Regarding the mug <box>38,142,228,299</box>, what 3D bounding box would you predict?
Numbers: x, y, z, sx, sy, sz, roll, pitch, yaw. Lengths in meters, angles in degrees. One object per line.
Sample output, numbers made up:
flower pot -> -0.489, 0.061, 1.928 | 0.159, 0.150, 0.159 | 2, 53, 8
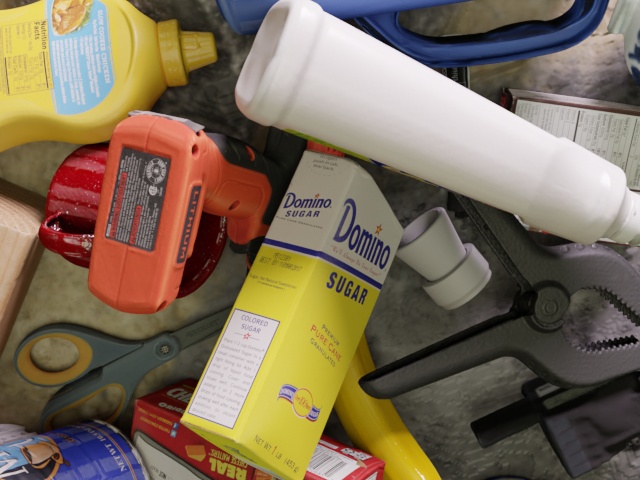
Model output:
mug -> -0.122, -0.013, 0.656 | 0.082, 0.117, 0.093 | 12, 115, 31

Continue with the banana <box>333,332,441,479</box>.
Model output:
banana -> 0.031, 0.095, 0.706 | 0.037, 0.070, 0.198 | -14, 79, -31

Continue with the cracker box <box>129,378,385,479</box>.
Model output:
cracker box -> -0.056, 0.221, 0.713 | 0.164, 0.072, 0.214 | 17, 106, 28

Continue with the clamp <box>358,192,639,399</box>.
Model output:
clamp -> 0.131, 0.049, 0.678 | 0.209, 0.036, 0.164 | 22, 90, -13

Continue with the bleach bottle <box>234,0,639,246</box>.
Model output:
bleach bottle -> 0.080, -0.053, 0.593 | 0.250, 0.102, 0.068 | 22, 97, -14

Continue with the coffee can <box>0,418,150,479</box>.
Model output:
coffee can -> -0.189, 0.177, 0.665 | 0.103, 0.140, 0.103 | 6, 99, 38

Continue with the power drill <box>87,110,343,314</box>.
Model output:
power drill -> -0.054, 0.001, 0.637 | 0.057, 0.187, 0.184 | 13, 97, 29

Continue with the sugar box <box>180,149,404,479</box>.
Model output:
sugar box -> -0.010, 0.046, 0.627 | 0.048, 0.093, 0.176 | 16, 71, 29

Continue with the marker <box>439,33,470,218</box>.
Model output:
marker -> 0.090, -0.074, 0.702 | 0.020, 0.020, 0.121 | -5, 104, -1

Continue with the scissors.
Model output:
scissors -> -0.125, 0.063, 0.732 | 0.202, 0.016, 0.096 | -40, 104, 8

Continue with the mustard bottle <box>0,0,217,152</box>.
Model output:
mustard bottle -> -0.159, -0.106, 0.661 | 0.191, 0.058, 0.096 | -9, 72, 0
